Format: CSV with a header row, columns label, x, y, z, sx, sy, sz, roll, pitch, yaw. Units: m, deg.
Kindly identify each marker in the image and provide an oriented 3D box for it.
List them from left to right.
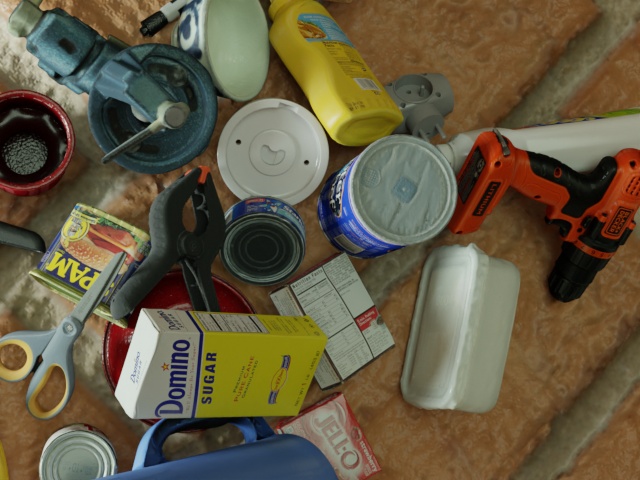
label,x,y,z,sx,sy,sz,roll,pitch,yaw
marker,-0.134,-0.245,1.082,0.121,0.020,0.020,-39,93,-14

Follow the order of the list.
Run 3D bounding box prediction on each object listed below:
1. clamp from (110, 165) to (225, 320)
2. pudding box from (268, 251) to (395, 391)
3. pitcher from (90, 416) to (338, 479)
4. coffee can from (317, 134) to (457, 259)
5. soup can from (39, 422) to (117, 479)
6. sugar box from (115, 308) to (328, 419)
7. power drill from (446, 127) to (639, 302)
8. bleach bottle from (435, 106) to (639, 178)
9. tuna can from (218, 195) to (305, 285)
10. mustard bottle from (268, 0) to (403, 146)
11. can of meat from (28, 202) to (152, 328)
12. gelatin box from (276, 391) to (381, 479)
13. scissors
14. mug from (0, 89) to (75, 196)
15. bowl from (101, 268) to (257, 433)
label,x,y,z,sx,sy,sz,roll,pitch,yaw
clamp,-0.134,0.011,0.973,0.120,0.039,0.171,16,67,-46
pudding box,0.013,0.078,1.051,0.089,0.039,0.113,-29,88,-41
pitcher,-0.108,0.237,0.924,0.242,0.149,0.145,2,106,-47
coffee can,0.062,-0.039,1.040,0.102,0.140,0.103,2,83,-13
soup can,-0.220,0.202,0.968,0.068,0.102,0.068,2,83,-13
sugar box,-0.087,0.112,0.958,0.175,0.048,0.093,3,117,-37
power drill,0.222,-0.026,1.071,0.187,0.057,0.185,12,121,-18
bleach bottle,0.236,-0.095,1.106,0.250,0.103,0.068,-7,98,-13
tuna can,-0.057,0.001,1.039,0.086,0.033,0.086,-1,122,-1
mustard bottle,0.001,-0.183,1.065,0.096,0.058,0.192,-5,56,-50
can of meat,-0.206,0.022,1.004,0.102,0.057,0.084,25,75,17
gelatin box,0.008,0.205,1.056,0.073,0.030,0.089,-26,90,-15
scissors,-0.244,0.074,0.969,0.096,0.016,0.202,26,115,8
mug,-0.289,-0.087,0.996,0.117,0.082,0.093,2,83,-13
bowl,-0.128,0.105,1.025,0.162,0.055,0.162,1,84,-13
